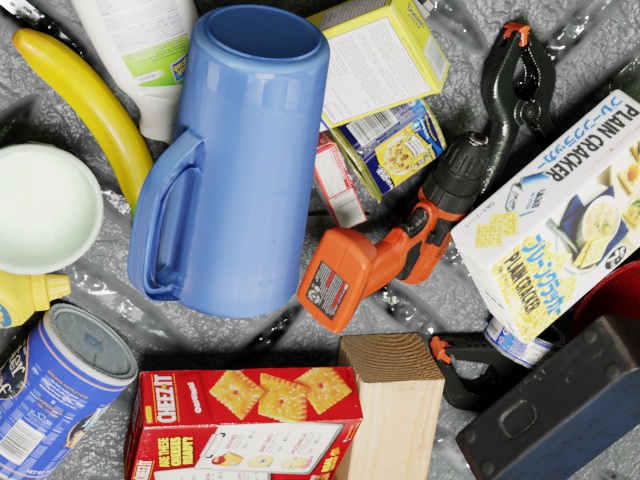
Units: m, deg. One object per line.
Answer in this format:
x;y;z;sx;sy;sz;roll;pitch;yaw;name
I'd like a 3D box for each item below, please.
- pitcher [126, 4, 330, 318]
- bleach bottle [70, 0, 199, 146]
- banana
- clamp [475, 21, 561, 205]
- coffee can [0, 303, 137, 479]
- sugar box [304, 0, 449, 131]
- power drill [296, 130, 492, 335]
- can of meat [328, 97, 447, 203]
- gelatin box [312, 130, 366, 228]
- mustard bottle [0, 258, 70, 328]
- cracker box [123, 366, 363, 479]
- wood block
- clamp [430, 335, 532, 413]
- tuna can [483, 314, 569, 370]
-0.071;-0.060;0.874;0.145;0.149;0.243;9;127;-5;pitcher
-0.151;-0.174;0.885;0.102;0.068;0.251;-18;123;-4;bleach bottle
-0.190;-0.103;0.908;0.037;0.069;0.197;-24;115;14;banana
0.182;-0.117;1.015;0.120;0.039;0.171;-28;116;-24;clamp
-0.254;0.144;1.000;0.102;0.103;0.140;35;104;-29;coffee can
0.010;-0.146;0.907;0.177;0.048;0.093;-13;129;33;sugar box
0.072;-0.005;0.972;0.187;0.057;0.185;-28;150;-42;power drill
0.063;-0.093;0.975;0.084;0.057;0.102;-35;152;1;can of meat
0.007;-0.063;0.982;0.030;0.073;0.089;-26;120;-3;gelatin box
-0.320;0.052;0.947;0.191;0.058;0.096;-9;154;-13;mustard bottle
-0.083;0.196;1.070;0.213;0.072;0.164;1;140;-17;cracker box
0.062;0.210;1.134;0.090;0.091;0.206;-1;118;-15;wood block
0.205;0.155;1.176;0.165;0.036;0.209;-42;122;12;clamp
0.217;0.101;1.123;0.086;0.086;0.034;18;109;-24;tuna can
